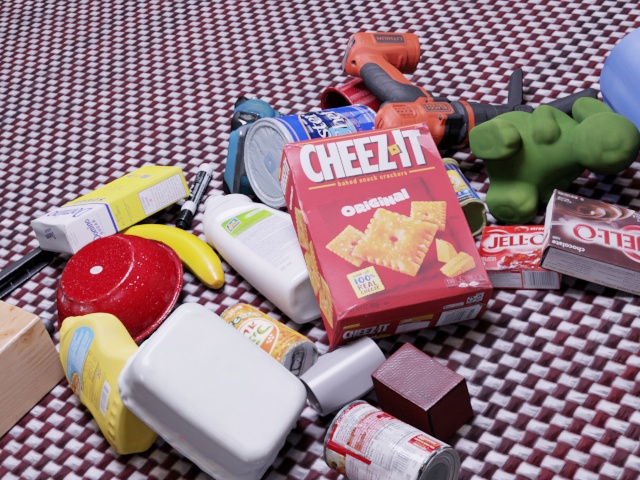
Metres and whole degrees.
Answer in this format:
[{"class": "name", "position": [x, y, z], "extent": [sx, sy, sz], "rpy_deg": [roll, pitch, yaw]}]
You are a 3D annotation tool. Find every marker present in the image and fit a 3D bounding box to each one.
[{"class": "marker", "position": [-0.161, -0.055, 1.360], "extent": [0.020, 0.020, 0.121], "rpy_deg": [-3, 40, 17]}]

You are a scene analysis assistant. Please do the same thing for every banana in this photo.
[{"class": "banana", "position": [-0.183, 0.015, 1.271], "extent": [0.198, 0.037, 0.069], "rpy_deg": [9, 63, 31]}]

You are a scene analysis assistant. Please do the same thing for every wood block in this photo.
[{"class": "wood block", "position": [-0.377, 0.164, 1.107], "extent": [0.090, 0.091, 0.205], "rpy_deg": [16, 48, 35]}]

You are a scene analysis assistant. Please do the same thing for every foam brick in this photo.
[{"class": "foam brick", "position": [0.094, 0.143, 0.991], "extent": [0.053, 0.051, 0.078], "rpy_deg": [-36, 41, -23]}]

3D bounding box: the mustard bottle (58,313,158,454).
[{"class": "mustard bottle", "position": [-0.222, 0.129, 1.093], "extent": [0.058, 0.096, 0.192], "rpy_deg": [-1, 24, -37]}]

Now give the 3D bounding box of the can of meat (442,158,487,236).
[{"class": "can of meat", "position": [0.127, -0.037, 1.200], "extent": [0.102, 0.057, 0.084], "rpy_deg": [-21, 40, -5]}]

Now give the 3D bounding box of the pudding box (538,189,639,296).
[{"class": "pudding box", "position": [0.282, 0.002, 1.081], "extent": [0.113, 0.039, 0.090], "rpy_deg": [14, 43, 6]}]

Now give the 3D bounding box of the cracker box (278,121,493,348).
[{"class": "cracker box", "position": [0.062, -0.011, 1.091], "extent": [0.164, 0.072, 0.214], "rpy_deg": [-10, 61, -13]}]

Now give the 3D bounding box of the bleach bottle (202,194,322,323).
[{"class": "bleach bottle", "position": [-0.058, 0.001, 1.217], "extent": [0.102, 0.068, 0.251], "rpy_deg": [-28, 36, -20]}]

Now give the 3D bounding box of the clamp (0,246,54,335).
[{"class": "clamp", "position": [-0.412, 0.074, 1.276], "extent": [0.210, 0.036, 0.164], "rpy_deg": [-11, 35, 2]}]

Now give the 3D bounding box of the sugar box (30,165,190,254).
[{"class": "sugar box", "position": [-0.259, -0.041, 1.321], "extent": [0.175, 0.048, 0.094], "rpy_deg": [-28, 21, -34]}]

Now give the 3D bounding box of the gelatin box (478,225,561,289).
[{"class": "gelatin box", "position": [0.210, 0.016, 1.123], "extent": [0.089, 0.030, 0.073], "rpy_deg": [0, 40, 20]}]

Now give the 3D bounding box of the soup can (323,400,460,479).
[{"class": "soup can", "position": [0.062, 0.190, 0.930], "extent": [0.102, 0.068, 0.068], "rpy_deg": [22, 51, 38]}]

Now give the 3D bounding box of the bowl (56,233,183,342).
[{"class": "bowl", "position": [-0.239, 0.047, 1.205], "extent": [0.162, 0.055, 0.162], "rpy_deg": [-14, 48, 15]}]

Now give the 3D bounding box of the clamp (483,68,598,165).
[{"class": "clamp", "position": [0.245, -0.155, 1.318], "extent": [0.171, 0.039, 0.120], "rpy_deg": [-36, 40, -23]}]

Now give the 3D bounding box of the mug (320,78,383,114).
[{"class": "mug", "position": [0.067, -0.161, 1.356], "extent": [0.081, 0.093, 0.117], "rpy_deg": [-29, 49, -24]}]

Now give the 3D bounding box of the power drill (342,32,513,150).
[{"class": "power drill", "position": [0.122, -0.179, 1.270], "extent": [0.184, 0.057, 0.188], "rpy_deg": [-4, 41, -28]}]

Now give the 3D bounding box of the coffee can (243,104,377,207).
[{"class": "coffee can", "position": [-0.004, -0.101, 1.254], "extent": [0.140, 0.103, 0.103], "rpy_deg": [-14, 31, -36]}]
